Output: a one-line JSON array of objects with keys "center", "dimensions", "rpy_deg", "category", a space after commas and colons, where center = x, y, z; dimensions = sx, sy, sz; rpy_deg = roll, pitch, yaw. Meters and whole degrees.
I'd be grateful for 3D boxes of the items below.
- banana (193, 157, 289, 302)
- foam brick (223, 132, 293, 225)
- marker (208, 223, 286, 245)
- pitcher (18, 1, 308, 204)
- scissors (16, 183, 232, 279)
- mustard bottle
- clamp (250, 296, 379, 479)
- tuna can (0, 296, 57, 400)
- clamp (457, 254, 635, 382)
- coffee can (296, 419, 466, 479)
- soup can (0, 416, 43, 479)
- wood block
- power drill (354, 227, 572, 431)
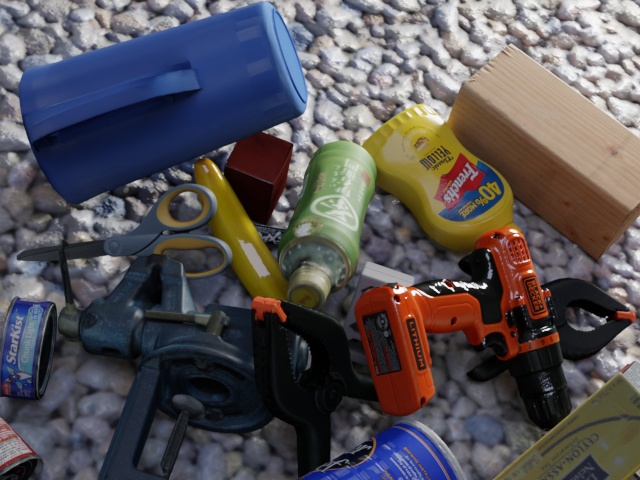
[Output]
[{"center": [-0.059, 0.013, 0.981], "dimensions": [0.037, 0.070, 0.198], "rpy_deg": [-28, 73, -29], "category": "banana"}, {"center": [-0.062, -0.061, 1.025], "dimensions": [0.051, 0.078, 0.053], "rpy_deg": [23, 59, 4], "category": "foam brick"}, {"center": [-0.047, -0.004, 1.026], "dimensions": [0.121, 0.020, 0.020], "rpy_deg": [9, 58, -2], "category": "marker"}, {"center": [-0.141, -0.128, 0.965], "dimensions": [0.243, 0.145, 0.149], "rpy_deg": [-17, 46, 10], "category": "pitcher"}, {"center": [-0.177, -0.013, 0.972], "dimensions": [0.202, 0.016, 0.096], "rpy_deg": [9, 100, 6], "category": "scissors"}, {"center": [0.132, -0.046, 1.054], "dimensions": [0.096, 0.058, 0.192], "rpy_deg": [-35, 70, -25], "category": "mustard bottle"}, {"center": [-0.003, 0.133, 0.869], "dimensions": [0.036, 0.210, 0.164], "rpy_deg": [6, 52, 45], "category": "clamp"}, {"center": [-0.247, 0.091, 0.901], "dimensions": [0.033, 0.086, 0.086], "rpy_deg": [8, 58, -5], "category": "tuna can"}, {"center": [0.208, 0.064, 1.005], "dimensions": [0.171, 0.039, 0.120], "rpy_deg": [-6, 78, -14], "category": "clamp"}, {"center": [0.033, 0.214, 0.821], "dimensions": [0.140, 0.103, 0.103], "rpy_deg": [-24, 65, -26], "category": "coffee can"}, {"center": [-0.282, 0.164, 0.863], "dimensions": [0.068, 0.068, 0.102], "rpy_deg": [-37, 70, -26], "category": "soup can"}, {"center": [0.236, -0.091, 1.077], "dimensions": [0.206, 0.090, 0.090], "rpy_deg": [40, 61, 16], "category": "wood block"}, {"center": [0.127, 0.090, 0.908], "dimensions": [0.187, 0.057, 0.184], "rpy_deg": [-12, 81, -37], "category": "power drill"}]
